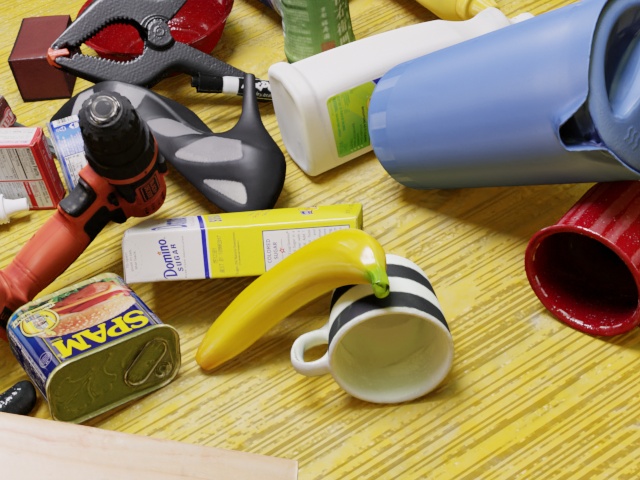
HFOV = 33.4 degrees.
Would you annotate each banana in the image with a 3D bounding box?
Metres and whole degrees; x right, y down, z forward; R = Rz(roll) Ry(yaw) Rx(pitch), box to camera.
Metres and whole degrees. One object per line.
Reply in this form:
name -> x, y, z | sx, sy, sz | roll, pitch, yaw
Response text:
banana -> -0.018, 0.035, 0.734 | 0.198, 0.037, 0.069 | -29, 20, 44

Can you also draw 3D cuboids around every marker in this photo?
marker -> -0.059, -0.140, 0.983 | 0.121, 0.020, 0.020 | 3, 40, -17

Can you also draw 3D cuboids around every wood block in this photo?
wood block -> -0.124, 0.167, 0.601 | 0.206, 0.091, 0.090 | 11, 44, -9

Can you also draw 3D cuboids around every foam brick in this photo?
foam brick -> -0.275, -0.184, 1.074 | 0.051, 0.053, 0.078 | -5, 44, 5

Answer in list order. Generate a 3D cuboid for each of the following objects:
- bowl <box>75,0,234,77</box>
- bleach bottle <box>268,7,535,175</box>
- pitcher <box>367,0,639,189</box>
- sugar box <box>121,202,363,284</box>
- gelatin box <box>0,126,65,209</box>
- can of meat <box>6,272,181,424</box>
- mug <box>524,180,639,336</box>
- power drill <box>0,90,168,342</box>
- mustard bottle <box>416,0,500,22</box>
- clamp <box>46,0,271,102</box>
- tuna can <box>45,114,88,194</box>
bowl -> -0.163, -0.212, 1.081 | 0.162, 0.055, 0.162 | -5, 43, 5
bleach bottle -> 0.083, -0.149, 0.936 | 0.250, 0.102, 0.068 | -25, 44, -15
pitcher -> 0.157, -0.105, 0.804 | 0.243, 0.149, 0.145 | -4, 73, 52
sugar box -> -0.055, 0.001, 0.817 | 0.176, 0.048, 0.093 | -2, 8, 5
gelatin box -> -0.276, -0.063, 0.930 | 0.089, 0.073, 0.030 | -2, 44, 8
can of meat -> -0.165, 0.075, 0.772 | 0.101, 0.057, 0.084 | -22, 40, -28
mug -> 0.214, 0.016, 0.760 | 0.117, 0.093, 0.081 | 45, 55, 6
power drill -> -0.193, -0.016, 0.788 | 0.057, 0.184, 0.187 | 43, 78, 13
mustard bottle -> 0.112, -0.268, 1.080 | 0.096, 0.058, 0.192 | -2, 33, -41
clamp -> -0.148, -0.200, 0.985 | 0.209, 0.164, 0.036 | -8, -1, -16
tuna can -> -0.205, -0.064, 0.910 | 0.033, 0.086, 0.086 | -19, 44, -12
